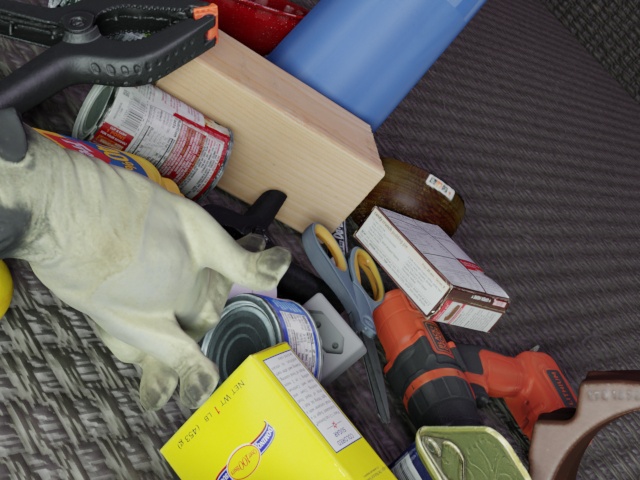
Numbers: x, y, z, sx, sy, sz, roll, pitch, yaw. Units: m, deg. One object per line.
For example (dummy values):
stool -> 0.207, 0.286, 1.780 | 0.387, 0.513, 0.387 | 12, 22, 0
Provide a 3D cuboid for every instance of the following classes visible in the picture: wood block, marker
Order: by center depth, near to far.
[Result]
wood block -> -0.057, -0.095, 0.902 | 0.205, 0.091, 0.090 | 29, 27, -26
marker -> 0.014, -0.004, 0.946 | 0.020, 0.020, 0.121 | 33, 27, -20

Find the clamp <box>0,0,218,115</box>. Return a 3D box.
clamp -> -0.178, -0.145, 0.760 | 0.209, 0.036, 0.165 | -17, 51, -19

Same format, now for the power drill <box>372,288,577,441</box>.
power drill -> 0.137, 0.130, 0.867 | 0.187, 0.057, 0.184 | 23, 30, -35

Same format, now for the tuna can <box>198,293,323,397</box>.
tuna can -> -0.040, 0.076, 0.662 | 0.033, 0.086, 0.086 | 15, 37, -42

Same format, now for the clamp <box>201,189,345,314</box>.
clamp -> -0.055, 0.001, 0.814 | 0.171, 0.039, 0.120 | 15, 36, -52

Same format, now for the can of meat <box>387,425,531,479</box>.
can of meat -> 0.074, 0.166, 0.685 | 0.101, 0.084, 0.057 | 11, 40, -49

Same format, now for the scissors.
scissors -> 0.019, 0.050, 0.803 | 0.096, 0.016, 0.201 | 43, 22, -16

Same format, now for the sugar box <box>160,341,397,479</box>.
sugar box -> -0.002, 0.153, 0.586 | 0.176, 0.093, 0.048 | 50, 27, 17

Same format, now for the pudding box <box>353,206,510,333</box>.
pudding box -> 0.092, 0.024, 0.886 | 0.089, 0.039, 0.114 | 14, 25, -46

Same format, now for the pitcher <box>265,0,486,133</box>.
pitcher -> 0.044, -0.189, 1.017 | 0.144, 0.243, 0.149 | 14, 38, -48

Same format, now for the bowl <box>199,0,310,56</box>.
bowl -> -0.089, -0.227, 1.071 | 0.162, 0.055, 0.162 | 19, 16, -6

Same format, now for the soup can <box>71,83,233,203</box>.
soup can -> -0.126, -0.078, 0.801 | 0.102, 0.069, 0.068 | 28, 29, -27
